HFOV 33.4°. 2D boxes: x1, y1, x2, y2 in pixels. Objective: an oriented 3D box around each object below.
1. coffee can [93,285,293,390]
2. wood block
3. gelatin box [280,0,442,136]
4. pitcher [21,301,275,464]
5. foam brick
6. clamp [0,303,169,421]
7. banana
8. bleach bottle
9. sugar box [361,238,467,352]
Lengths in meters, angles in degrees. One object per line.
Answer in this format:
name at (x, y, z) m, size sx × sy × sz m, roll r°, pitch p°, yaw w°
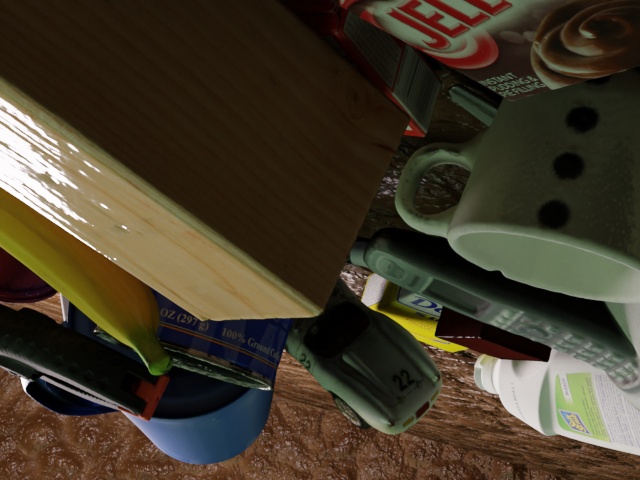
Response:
coffee can at (-0.054, 0.001, 0.592) m, size 0.103 × 0.140 × 0.103 m, roll 17°, pitch 167°, yaw 4°
wood block at (-0.080, -0.063, 0.376) m, size 0.205 × 0.090 × 0.090 m, roll 37°, pitch 155°, yaw -28°
gelatin box at (-0.001, -0.077, 0.440) m, size 0.073 × 0.030 × 0.089 m, roll 10°, pitch 163°, yaw 33°
pitcher at (-0.100, 0.087, 0.751) m, size 0.149 × 0.145 × 0.243 m, roll 25°, pitch 160°, yaw 8°
foam brick at (0.111, 0.029, 0.641) m, size 0.053 × 0.078 × 0.051 m, roll 20°, pitch 167°, yaw -22°
clamp at (-0.169, 0.052, 0.585) m, size 0.172 × 0.039 × 0.120 m, roll 15°, pitch 167°, yaw 17°
banana at (-0.144, -0.012, 0.504) m, size 0.197 × 0.037 × 0.070 m, roll 40°, pitch 174°, yaw -14°
bleach bottle at (0.209, 0.097, 0.735) m, size 0.067 × 0.102 × 0.251 m, roll -30°, pitch -160°, yaw -37°
sugar box at (0.096, 0.047, 0.808) m, size 0.093 × 0.048 × 0.176 m, roll 20°, pitch 168°, yaw -9°
